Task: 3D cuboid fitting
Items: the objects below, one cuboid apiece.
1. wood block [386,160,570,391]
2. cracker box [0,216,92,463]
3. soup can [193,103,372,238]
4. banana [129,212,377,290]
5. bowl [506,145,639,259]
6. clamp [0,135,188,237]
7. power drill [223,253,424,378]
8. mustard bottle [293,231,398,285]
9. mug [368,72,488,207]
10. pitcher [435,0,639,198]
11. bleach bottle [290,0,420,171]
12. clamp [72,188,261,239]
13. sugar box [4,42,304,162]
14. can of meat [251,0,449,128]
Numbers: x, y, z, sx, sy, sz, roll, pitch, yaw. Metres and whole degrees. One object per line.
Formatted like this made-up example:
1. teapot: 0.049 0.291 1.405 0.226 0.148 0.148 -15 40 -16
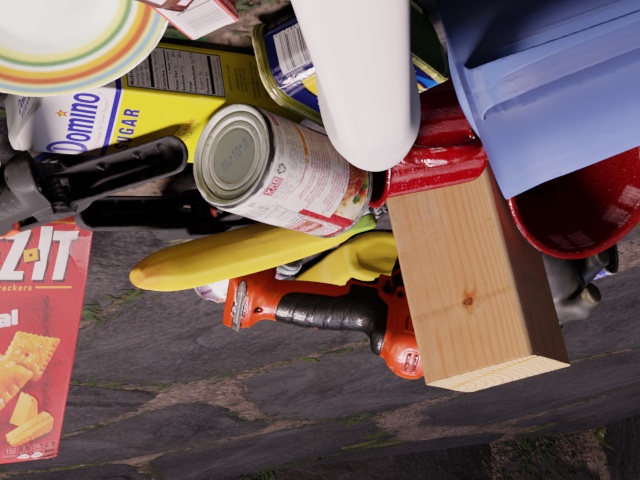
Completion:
1. wood block: 0.118 0.007 0.845 0.091 0.206 0.090 -20 160 27
2. cracker box: -0.270 0.067 0.809 0.163 0.214 0.072 1 -160 -34
3. soup can: -0.023 -0.043 0.687 0.069 0.068 0.102 -24 156 34
4. banana: -0.057 0.005 0.828 0.197 0.037 0.070 -16 170 -21
5. bowl: 0.190 -0.070 0.814 0.161 0.162 0.055 0 -164 -30
6. clamp: -0.165 -0.035 0.697 0.120 0.039 0.172 -6 175 -32
7. power drill: 0.017 0.037 0.927 0.187 0.184 0.057 10 119 1
8. mustard bottle: 0.018 0.050 1.155 0.096 0.058 0.192 -5 162 -34
9. mug: 0.072 -0.073 0.750 0.081 0.093 0.117 -11 -164 -16
10. pitcher: 0.197 -0.123 0.627 0.243 0.149 0.145 -19 136 13
11. bleach bottle: 0.016 -0.115 0.532 0.068 0.102 0.251 -10 154 4
12. clamp: -0.103 -0.022 0.843 0.164 0.036 0.210 -7 175 -7
13. sugar box: -0.105 -0.088 0.692 0.175 0.048 0.093 -1 159 -31
14. can of meat: 0.021 -0.116 0.664 0.084 0.057 0.102 -22 158 27
